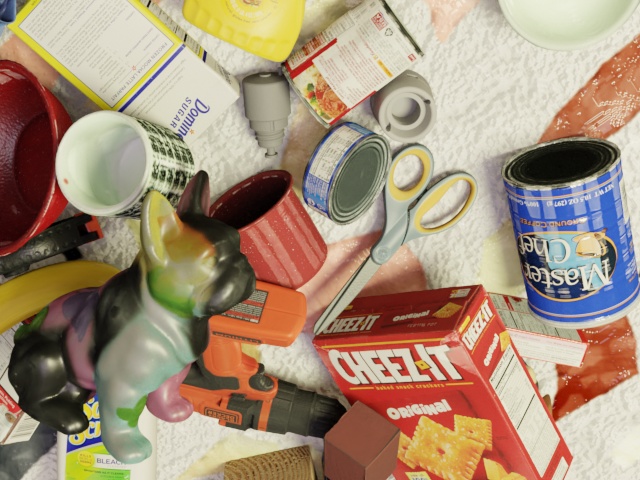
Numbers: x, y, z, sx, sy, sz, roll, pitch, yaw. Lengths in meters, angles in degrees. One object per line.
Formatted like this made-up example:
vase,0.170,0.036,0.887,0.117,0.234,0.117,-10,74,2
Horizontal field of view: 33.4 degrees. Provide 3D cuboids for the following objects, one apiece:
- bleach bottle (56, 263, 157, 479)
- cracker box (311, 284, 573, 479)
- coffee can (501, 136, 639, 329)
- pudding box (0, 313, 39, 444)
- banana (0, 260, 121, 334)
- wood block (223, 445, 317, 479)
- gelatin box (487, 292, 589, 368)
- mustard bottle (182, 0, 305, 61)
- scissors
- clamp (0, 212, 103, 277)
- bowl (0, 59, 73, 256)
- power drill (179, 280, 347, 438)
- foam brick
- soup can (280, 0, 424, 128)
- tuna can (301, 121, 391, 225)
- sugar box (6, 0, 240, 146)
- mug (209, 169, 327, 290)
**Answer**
bleach bottle,-0.207,0.143,1.013,0.102,0.068,0.251,4,110,6
cracker box,0.113,0.149,0.987,0.164,0.072,0.213,-10,121,40
coffee can,0.223,-0.007,0.945,0.103,0.103,0.140,-14,114,3
pudding box,-0.283,0.118,0.986,0.090,0.039,0.114,42,108,22
banana,-0.245,0.057,0.937,0.198,0.069,0.037,-13,158,6
wood block,-0.031,0.325,1.088,0.091,0.090,0.206,-12,114,1
gelatin box,0.198,0.084,1.000,0.089,0.073,0.030,10,113,-8
mustard bottle,-0.032,-0.246,0.849,0.096,0.058,0.192,24,110,-8
scissors,0.050,-0.009,0.965,0.202,0.016,0.096,-36,104,0
clamp,-0.280,0.013,0.944,0.171,0.120,0.039,-19,104,-16
bowl,-0.251,-0.067,0.892,0.055,0.162,0.162,1,124,-53
power drill,-0.057,0.113,0.964,0.184,0.057,0.188,11,141,2
foam brick,0.037,0.197,0.988,0.051,0.053,0.078,34,148,24
soup can,0.027,-0.151,0.890,0.102,0.068,0.068,-36,111,12
tuna can,0.023,-0.058,0.918,0.034,0.085,0.086,30,115,28
sugar box,-0.161,-0.154,0.891,0.093,0.048,0.176,-41,113,16
mug,-0.056,0.001,0.946,0.117,0.093,0.081,-21,119,22
